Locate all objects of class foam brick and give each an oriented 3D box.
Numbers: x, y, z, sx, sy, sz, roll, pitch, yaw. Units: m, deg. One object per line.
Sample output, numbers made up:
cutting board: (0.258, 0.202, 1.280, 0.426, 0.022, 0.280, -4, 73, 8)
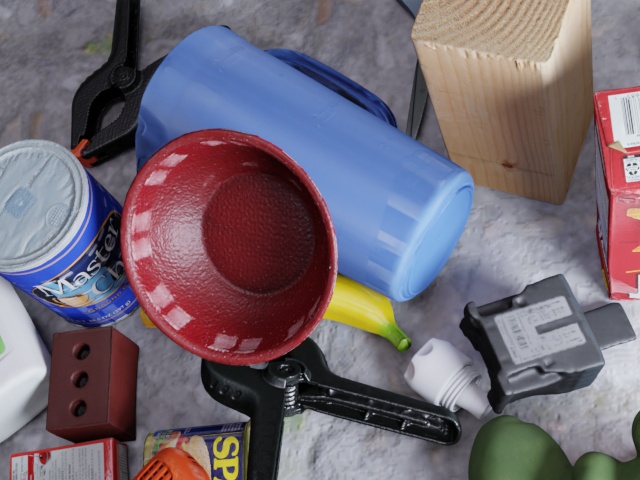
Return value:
foam brick: (-0.174, 0.113, 0.819, 0.053, 0.051, 0.078, -8, 67, 12)

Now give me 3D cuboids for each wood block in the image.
wood block: (0.134, -0.114, 0.743, 0.091, 0.206, 0.090, 16, 73, 20)

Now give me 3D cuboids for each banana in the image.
banana: (-0.031, 0.045, 0.793, 0.198, 0.037, 0.069, 4, 25, -1)

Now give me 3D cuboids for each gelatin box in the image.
gelatin box: (-0.189, 0.193, 0.802, 0.089, 0.030, 0.073, -11, 67, 11)

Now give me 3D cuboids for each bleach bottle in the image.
bleach bottle: (-0.309, 0.048, 0.878, 0.102, 0.068, 0.251, -38, 61, -3)

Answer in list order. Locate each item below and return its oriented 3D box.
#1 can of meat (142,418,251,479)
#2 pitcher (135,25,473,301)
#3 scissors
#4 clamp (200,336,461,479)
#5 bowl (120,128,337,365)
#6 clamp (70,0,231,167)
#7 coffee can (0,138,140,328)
can of meat: (-0.079, 0.182, 0.763, 0.084, 0.057, 0.102, -8, 66, 14)
pitcher: (-0.005, -0.062, 0.812, 0.243, 0.144, 0.149, 30, 93, 20)
scissors: (0.075, -0.176, 0.891, 0.096, 0.016, 0.201, 20, 75, 23)
clamp: (-0.029, 0.110, 0.746, 0.164, 0.036, 0.210, -18, 35, -38)
bowl: (-0.055, 0.001, 0.732, 0.162, 0.055, 0.162, 5, 103, 21)
clamp: (-0.154, -0.137, 0.925, 0.120, 0.039, 0.171, 18, 80, 26)
coffee can: (-0.198, -0.001, 0.823, 0.103, 0.140, 0.103, -5, 67, 13)
